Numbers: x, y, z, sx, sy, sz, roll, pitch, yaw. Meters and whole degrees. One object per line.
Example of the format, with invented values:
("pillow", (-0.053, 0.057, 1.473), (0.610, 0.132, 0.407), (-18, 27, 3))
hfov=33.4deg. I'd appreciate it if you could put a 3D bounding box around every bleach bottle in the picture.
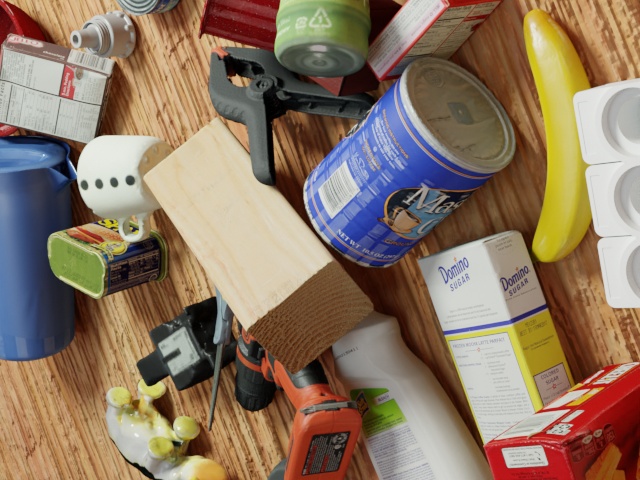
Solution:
("bleach bottle", (0.079, 0.157, 0.910), (0.103, 0.067, 0.251), (-32, 79, 43))

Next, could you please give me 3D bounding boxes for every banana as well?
("banana", (0.170, -0.064, 0.770), (0.070, 0.037, 0.198), (15, 114, 38))

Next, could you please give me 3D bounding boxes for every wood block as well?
("wood block", (-0.055, 0.001, 0.906), (0.090, 0.090, 0.206), (-39, 50, 1))

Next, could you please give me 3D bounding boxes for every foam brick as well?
("foam brick", (0.023, -0.164, 0.863), (0.053, 0.051, 0.078), (38, 126, 29))

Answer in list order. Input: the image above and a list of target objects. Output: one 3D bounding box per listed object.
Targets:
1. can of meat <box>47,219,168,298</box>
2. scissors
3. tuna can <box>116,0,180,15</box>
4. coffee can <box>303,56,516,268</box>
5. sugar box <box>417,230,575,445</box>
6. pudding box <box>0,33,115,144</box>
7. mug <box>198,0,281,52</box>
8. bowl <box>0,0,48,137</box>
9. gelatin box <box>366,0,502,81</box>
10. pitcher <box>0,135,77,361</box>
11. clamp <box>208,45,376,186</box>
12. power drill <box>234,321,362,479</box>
("can of meat", (-0.226, 0.017, 1.128), (0.102, 0.083, 0.057), (22, 117, 37))
("scissors", (-0.097, 0.075, 1.037), (0.096, 0.016, 0.202), (-122, 41, -60))
("tuna can", (-0.166, -0.259, 1.018), (0.086, 0.033, 0.086), (15, 113, 39))
("coffee can", (0.066, -0.057, 0.822), (0.103, 0.102, 0.141), (57, 133, 13))
("sugar box", (0.143, 0.084, 0.827), (0.093, 0.048, 0.176), (-19, 88, 61))
("pudding box", (-0.278, -0.155, 1.108), (0.113, 0.039, 0.090), (14, 123, -9))
("mug", (-0.049, -0.211, 0.885), (0.081, 0.117, 0.093), (14, 148, -7))
("bowl", (-0.348, -0.199, 1.190), (0.162, 0.055, 0.162), (15, 114, 39))
("gelatin box", (0.083, -0.160, 0.794), (0.030, 0.073, 0.089), (57, 133, 14))
("pitcher", (-0.351, 0.008, 1.211), (0.149, 0.144, 0.243), (38, 133, 56))
("clamp", (-0.034, -0.124, 0.916), (0.172, 0.120, 0.039), (54, 162, 38))
("power drill", (-0.030, 0.137, 0.962), (0.188, 0.057, 0.185), (-118, 31, -44))
